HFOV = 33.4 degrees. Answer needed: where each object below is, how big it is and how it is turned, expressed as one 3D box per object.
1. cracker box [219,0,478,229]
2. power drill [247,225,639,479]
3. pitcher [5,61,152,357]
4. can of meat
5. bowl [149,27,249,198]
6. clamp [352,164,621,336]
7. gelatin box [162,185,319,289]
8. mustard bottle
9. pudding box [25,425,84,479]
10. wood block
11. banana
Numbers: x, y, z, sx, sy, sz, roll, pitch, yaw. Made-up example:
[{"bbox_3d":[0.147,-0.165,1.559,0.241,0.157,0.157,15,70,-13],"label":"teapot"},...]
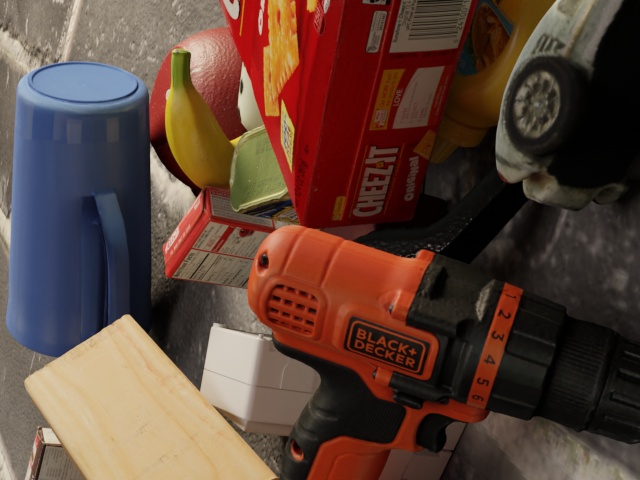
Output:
[{"bbox_3d":[0.002,-0.137,0.555,0.164,0.072,0.214,102,155,-45],"label":"cracker box"},{"bbox_3d":[0.047,0.094,0.477,0.057,0.184,0.188,-52,-22,-56],"label":"power drill"},{"bbox_3d":[-0.204,-0.021,0.929,0.144,0.149,0.243,-54,-25,-58],"label":"pitcher"},{"bbox_3d":[0.001,-0.038,0.655,0.102,0.083,0.057,-13,69,61],"label":"can of meat"},{"bbox_3d":[-0.108,-0.118,0.925,0.162,0.055,0.162,-32,52,54],"label":"bowl"},{"bbox_3d":[0.057,0.013,0.520,0.172,0.039,0.120,-12,55,27],"label":"clamp"},{"bbox_3d":[-0.055,0.001,0.740,0.073,0.089,0.030,-50,39,44],"label":"gelatin box"},{"bbox_3d":[0.098,-0.117,0.525,0.192,0.058,0.096,-60,28,32],"label":"mustard bottle"},{"bbox_3d":[-0.190,0.210,0.894,0.039,0.113,0.090,28,104,65],"label":"pudding box"},{"bbox_3d":[-0.103,0.148,0.693,0.206,0.090,0.091,37,154,47],"label":"wood block"},{"bbox_3d":[-0.066,-0.065,0.736,0.197,0.037,0.069,44,-115,-75],"label":"banana"}]
